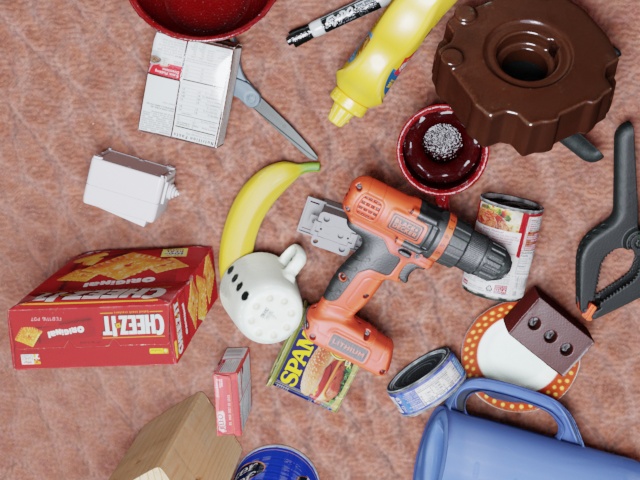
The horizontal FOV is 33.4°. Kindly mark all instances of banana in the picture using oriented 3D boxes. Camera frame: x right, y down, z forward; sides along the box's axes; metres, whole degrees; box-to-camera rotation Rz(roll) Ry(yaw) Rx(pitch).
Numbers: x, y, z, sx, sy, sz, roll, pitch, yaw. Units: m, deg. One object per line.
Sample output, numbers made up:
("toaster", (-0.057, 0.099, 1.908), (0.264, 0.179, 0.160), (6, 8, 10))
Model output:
("banana", (-0.072, -0.010, 1.171), (0.069, 0.037, 0.198), (27, 105, 0))

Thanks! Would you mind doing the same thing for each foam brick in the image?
("foam brick", (0.242, 0.095, 1.133), (0.078, 0.051, 0.053), (38, 103, -3))

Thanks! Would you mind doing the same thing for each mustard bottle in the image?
("mustard bottle", (0.069, -0.197, 1.081), (0.058, 0.096, 0.192), (36, 104, -4))

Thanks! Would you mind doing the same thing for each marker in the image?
("marker", (0.020, -0.233, 1.117), (0.121, 0.020, 0.020), (-23, 100, 11))

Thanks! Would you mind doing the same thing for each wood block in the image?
("wood block", (-0.160, 0.255, 1.157), (0.090, 0.206, 0.091), (-32, 98, 12))

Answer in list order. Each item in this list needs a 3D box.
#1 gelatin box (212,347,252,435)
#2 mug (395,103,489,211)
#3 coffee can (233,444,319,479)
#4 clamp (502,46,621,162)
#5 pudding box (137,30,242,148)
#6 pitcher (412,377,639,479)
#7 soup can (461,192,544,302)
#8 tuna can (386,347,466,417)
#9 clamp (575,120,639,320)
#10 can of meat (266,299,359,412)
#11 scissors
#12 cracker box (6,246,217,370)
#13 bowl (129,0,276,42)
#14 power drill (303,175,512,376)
("gelatin box", (-0.098, 0.168, 1.189), (0.030, 0.089, 0.073), (-1, 103, 6))
("mug", (0.127, -0.087, 1.109), (0.093, 0.081, 0.117), (-3, 103, 7))
("coffee can", (-0.058, 0.303, 1.191), (0.103, 0.140, 0.103), (1, 103, 6))
("clamp", (0.223, -0.141, 1.104), (0.171, 0.039, 0.120), (1, 84, 9))
("pudding box", (-0.138, -0.161, 1.125), (0.090, 0.039, 0.113), (14, 107, 4))
("pitcher", (0.229, 0.257, 1.155), (0.242, 0.145, 0.149), (13, 130, -6))
("soup can", (0.192, 0.007, 1.132), (0.068, 0.068, 0.102), (11, 105, 3))
("tuna can", (0.115, 0.154, 1.166), (0.086, 0.086, 0.034), (-33, 96, 12))
("clamp", (0.345, -0.003, 1.129), (0.164, 0.036, 0.210), (22, 107, -5))
("can of meat", (-0.001, 0.131, 1.188), (0.084, 0.057, 0.102), (25, 104, -3))
("scissors", (-0.094, -0.150, 1.151), (0.096, 0.016, 0.202), (-30, 98, 14))
("cracker box", (-0.208, 0.065, 1.112), (0.164, 0.213, 0.072), (-3, 103, 7))
("bowl", (-0.117, -0.263, 1.087), (0.162, 0.055, 0.162), (0, 73, -1))
("power drill", (0.080, 0.045, 1.100), (0.184, 0.057, 0.188), (27, 110, -4))
